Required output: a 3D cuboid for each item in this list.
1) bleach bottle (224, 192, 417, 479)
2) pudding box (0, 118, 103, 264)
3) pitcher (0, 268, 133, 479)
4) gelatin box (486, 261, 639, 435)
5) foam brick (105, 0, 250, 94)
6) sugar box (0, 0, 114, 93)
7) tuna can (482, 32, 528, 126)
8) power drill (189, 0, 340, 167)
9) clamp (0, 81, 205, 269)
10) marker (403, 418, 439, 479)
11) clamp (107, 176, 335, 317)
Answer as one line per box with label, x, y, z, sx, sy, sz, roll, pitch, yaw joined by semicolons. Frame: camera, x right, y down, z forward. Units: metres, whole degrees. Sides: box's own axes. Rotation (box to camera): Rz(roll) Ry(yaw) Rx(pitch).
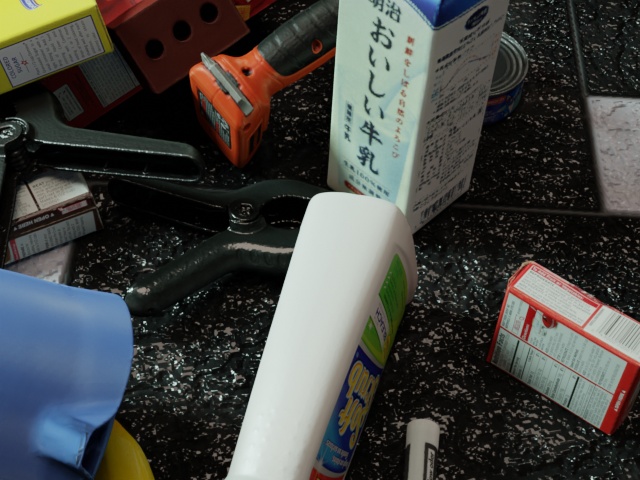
bleach bottle;-0.008;0.098;0.582;0.068;0.102;0.250;8;55;16
pudding box;-0.210;-0.039;0.720;0.090;0.039;0.114;-23;52;-19
pitcher;-0.227;0.058;0.516;0.242;0.149;0.145;20;42;-27
gelatin box;0.145;0.063;0.623;0.089;0.073;0.030;32;54;24
foam brick;-0.098;-0.142;0.721;0.078;0.053;0.051;-36;22;-7
sugar box;-0.234;-0.132;0.699;0.176;0.048;0.093;-22;48;-10
tuna can;0.112;-0.126;0.810;0.086;0.034;0.086;1;49;-1
power drill;-0.001;-0.133;0.749;0.187;0.184;0.057;-40;80;-10
clamp;-0.199;-0.048;0.675;0.210;0.036;0.164;32;57;30
marker;0.052;0.153;0.576;0.020;0.020;0.121;7;49;4
clamp;-0.055;0.001;0.690;0.171;0.039;0.120;-2;51;-4
